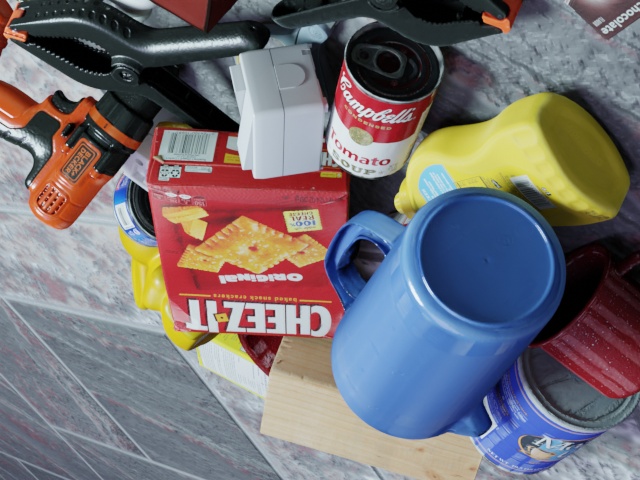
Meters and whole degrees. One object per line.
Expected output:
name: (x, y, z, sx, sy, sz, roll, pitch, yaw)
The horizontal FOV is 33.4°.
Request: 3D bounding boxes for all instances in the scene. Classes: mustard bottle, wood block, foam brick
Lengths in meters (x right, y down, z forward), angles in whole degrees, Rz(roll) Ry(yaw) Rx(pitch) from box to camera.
mustard bottle: (0.118, -0.042, 0.761, 0.096, 0.058, 0.192, 41, 152, -22)
wood block: (0.057, 0.152, 1.011, 0.206, 0.090, 0.090, 15, 130, 6)
foam brick: (-0.076, -0.192, 0.731, 0.053, 0.078, 0.051, 30, 151, 6)

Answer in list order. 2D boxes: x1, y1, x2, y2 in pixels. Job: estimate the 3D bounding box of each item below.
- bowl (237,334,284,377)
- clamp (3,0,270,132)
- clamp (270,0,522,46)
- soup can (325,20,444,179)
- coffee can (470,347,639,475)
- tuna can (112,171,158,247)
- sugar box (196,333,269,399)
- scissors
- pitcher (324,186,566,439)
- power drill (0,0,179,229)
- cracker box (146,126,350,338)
bowl: (-0.008, 0.114, 1.136, 0.162, 0.055, 0.162, 27, 150, 17)
clamp: (-0.143, -0.138, 0.848, 0.210, 0.036, 0.165, 14, 152, 3)
clamp: (0.038, -0.170, 0.660, 0.172, 0.039, 0.120, 11, 152, 19)
soup can: (0.042, -0.097, 0.753, 0.068, 0.068, 0.102, 32, 152, 8)
coffee can: (0.190, 0.128, 0.890, 0.103, 0.102, 0.140, 34, 152, 5)
tuna can: (-0.158, -0.038, 1.043, 0.086, 0.086, 0.034, 48, 149, -21)
sugar box: (-0.064, 0.150, 1.265, 0.176, 0.048, 0.093, 24, 149, 15)
scissors: (0.008, -0.140, 0.782, 0.096, 0.016, 0.202, 48, 150, -23)
pitcher: (0.081, 0.049, 0.777, 0.149, 0.145, 0.243, 7, 157, -5)
power drill: (-0.237, -0.131, 0.930, 0.187, 0.184, 0.057, 40, -173, 5)
cracker box: (-0.056, 0.001, 0.928, 0.164, 0.072, 0.214, 3, 141, 2)
